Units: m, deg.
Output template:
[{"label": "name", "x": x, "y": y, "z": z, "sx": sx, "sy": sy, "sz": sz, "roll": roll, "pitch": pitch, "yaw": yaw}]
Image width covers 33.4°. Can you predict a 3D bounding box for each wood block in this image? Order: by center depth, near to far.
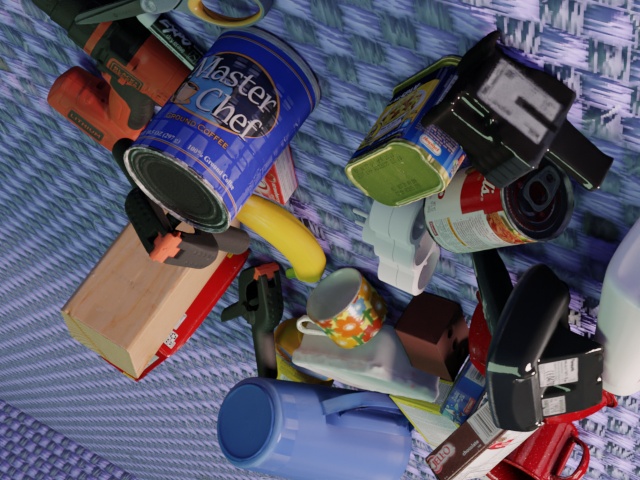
[{"label": "wood block", "x": -0.179, "y": 0.031, "z": 1.160, "sx": 0.090, "sy": 0.206, "sz": 0.091, "roll": 30, "pitch": 157, "yaw": 10}]

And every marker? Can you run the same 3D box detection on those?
[{"label": "marker", "x": -0.131, "y": -0.179, "z": 0.931, "sx": 0.121, "sy": 0.020, "sz": 0.020, "roll": 42, "pitch": 155, "yaw": -18}]

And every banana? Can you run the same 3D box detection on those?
[{"label": "banana", "x": -0.039, "y": 0.002, "z": 1.104, "sx": 0.070, "sy": 0.037, "sz": 0.197, "roll": -4, "pitch": 151, "yaw": 20}]

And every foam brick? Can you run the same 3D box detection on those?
[{"label": "foam brick", "x": 0.118, "y": 0.098, "z": 1.094, "sx": 0.051, "sy": 0.053, "sz": 0.078, "roll": 18, "pitch": 153, "yaw": 33}]

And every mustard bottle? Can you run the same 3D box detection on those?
[{"label": "mustard bottle", "x": -0.017, "y": 0.142, "z": 1.345, "sx": 0.096, "sy": 0.058, "sz": 0.192, "roll": 31, "pitch": 157, "yaw": 5}]

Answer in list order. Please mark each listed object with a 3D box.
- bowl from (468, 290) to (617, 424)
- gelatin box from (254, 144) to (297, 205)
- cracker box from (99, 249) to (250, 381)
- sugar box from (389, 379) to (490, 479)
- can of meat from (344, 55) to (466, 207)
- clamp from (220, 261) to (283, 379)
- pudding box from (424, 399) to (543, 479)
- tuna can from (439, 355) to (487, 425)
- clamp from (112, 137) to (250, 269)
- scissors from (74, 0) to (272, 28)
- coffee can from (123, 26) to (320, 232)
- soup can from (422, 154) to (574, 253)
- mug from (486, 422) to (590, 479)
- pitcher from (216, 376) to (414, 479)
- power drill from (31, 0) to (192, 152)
[{"label": "bowl", "x": 0.189, "y": 0.117, "z": 0.975, "sx": 0.162, "sy": 0.055, "sz": 0.162, "roll": 41, "pitch": 174, "yaw": 5}, {"label": "gelatin box", "x": -0.064, "y": -0.080, "z": 1.018, "sx": 0.073, "sy": 0.030, "sz": 0.089, "roll": 25, "pitch": 155, "yaw": 21}, {"label": "cracker box", "x": -0.182, "y": 0.080, "z": 1.311, "sx": 0.072, "sy": 0.164, "sz": 0.214, "roll": 39, "pitch": 156, "yaw": -6}, {"label": "sugar box", "x": 0.164, "y": 0.228, "z": 1.293, "sx": 0.094, "sy": 0.048, "sz": 0.176, "roll": 11, "pitch": 151, "yaw": 41}, {"label": "can of meat", "x": 0.073, "y": -0.076, "z": 0.780, "sx": 0.057, "sy": 0.084, "sz": 0.102, "roll": 41, "pitch": 156, "yaw": -14}, {"label": "clamp", "x": -0.083, "y": 0.082, "z": 1.300, "sx": 0.120, "sy": 0.039, "sz": 0.172, "roll": 42, "pitch": 138, "yaw": 34}, {"label": "pudding box", "x": 0.170, "y": 0.196, "z": 1.070, "sx": 0.089, "sy": 0.114, "sz": 0.039, "roll": 6, "pitch": -136, "yaw": -55}, {"label": "tuna can", "x": 0.157, "y": 0.150, "z": 1.100, "sx": 0.034, "sy": 0.086, "sz": 0.086, "roll": 30, "pitch": 156, "yaw": 13}, {"label": "clamp", "x": -0.139, "y": -0.027, "z": 0.965, "sx": 0.164, "sy": 0.036, "sz": 0.210, "roll": 40, "pitch": -170, "yaw": -5}, {"label": "scissors", "x": -0.133, "y": -0.206, "z": 0.846, "sx": 0.202, "sy": 0.016, "sz": 0.096, "roll": 9, "pitch": 141, "yaw": 25}, {"label": "coffee can", "x": -0.079, "y": -0.092, "z": 0.876, "sx": 0.103, "sy": 0.140, "sz": 0.103, "roll": 28, "pitch": 156, "yaw": 14}, {"label": "soup can", "x": 0.134, "y": -0.027, "z": 0.815, "sx": 0.068, "sy": 0.068, "sz": 0.102, "roll": 43, "pitch": 156, "yaw": -19}, {"label": "mug", "x": 0.235, "y": 0.227, "z": 1.149, "sx": 0.117, "sy": 0.081, "sz": 0.093, "roll": 8, "pitch": 145, "yaw": 46}, {"label": "pitcher", "x": 0.000, "y": 0.232, "z": 1.310, "sx": 0.145, "sy": 0.149, "sz": 0.242, "roll": 21, "pitch": -179, "yaw": 44}, {"label": "power drill", "x": -0.207, "y": -0.162, "z": 1.013, "sx": 0.184, "sy": 0.057, "sz": 0.188, "roll": 38, "pitch": 156, "yaw": -9}]
